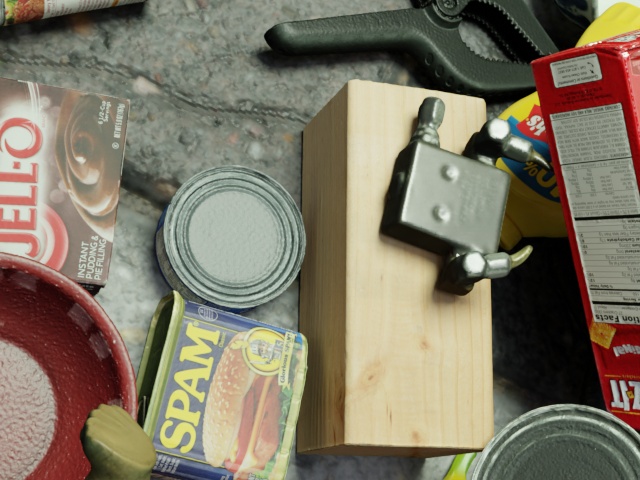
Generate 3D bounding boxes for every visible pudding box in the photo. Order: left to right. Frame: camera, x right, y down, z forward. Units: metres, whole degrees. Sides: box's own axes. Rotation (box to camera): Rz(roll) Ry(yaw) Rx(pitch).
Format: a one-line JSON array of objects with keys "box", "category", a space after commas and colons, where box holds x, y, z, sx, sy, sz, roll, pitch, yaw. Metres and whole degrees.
[{"box": [-0.160, -0.031, 0.601, 0.090, 0.039, 0.113, 9, 74, -17], "category": "pudding box"}]

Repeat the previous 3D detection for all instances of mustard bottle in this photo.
[{"box": [0.162, -0.060, 0.693, 0.191, 0.058, 0.096, -44, 67, 0], "category": "mustard bottle"}]

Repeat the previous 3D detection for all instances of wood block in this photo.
[{"box": [0.042, 0.021, 0.633, 0.090, 0.091, 0.206, 6, 75, -19], "category": "wood block"}]

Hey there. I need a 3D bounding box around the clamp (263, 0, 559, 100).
[{"box": [0.077, -0.164, 0.721, 0.209, 0.036, 0.164, 20, 71, -17], "category": "clamp"}]

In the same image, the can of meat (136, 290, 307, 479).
[{"box": [-0.059, 0.090, 0.599, 0.083, 0.058, 0.102, 18, 71, -17], "category": "can of meat"}]

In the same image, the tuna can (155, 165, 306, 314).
[{"box": [-0.054, 0.001, 0.634, 0.086, 0.034, 0.086, 5, 75, -19], "category": "tuna can"}]

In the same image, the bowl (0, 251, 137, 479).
[{"box": [-0.180, 0.089, 0.555, 0.162, 0.055, 0.162, 5, 75, -19], "category": "bowl"}]
